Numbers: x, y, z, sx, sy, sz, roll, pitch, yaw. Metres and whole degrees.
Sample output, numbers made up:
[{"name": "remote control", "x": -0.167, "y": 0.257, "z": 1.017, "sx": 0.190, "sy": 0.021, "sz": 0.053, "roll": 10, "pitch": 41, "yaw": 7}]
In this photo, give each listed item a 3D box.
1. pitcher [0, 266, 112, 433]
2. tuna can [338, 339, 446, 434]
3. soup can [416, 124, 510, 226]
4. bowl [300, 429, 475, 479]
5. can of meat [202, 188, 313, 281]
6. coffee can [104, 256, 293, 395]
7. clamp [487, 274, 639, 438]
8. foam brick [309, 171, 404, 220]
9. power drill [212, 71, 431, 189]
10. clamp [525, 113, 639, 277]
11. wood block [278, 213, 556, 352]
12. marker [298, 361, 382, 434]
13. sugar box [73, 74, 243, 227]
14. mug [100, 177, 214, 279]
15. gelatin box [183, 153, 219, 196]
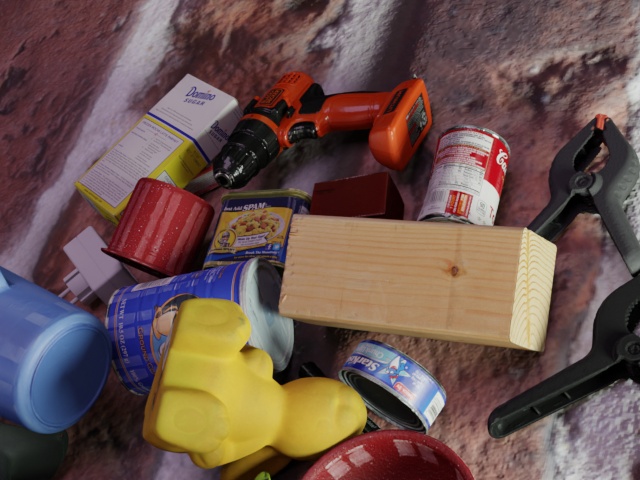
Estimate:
[{"name": "pitcher", "x": -0.305, "y": 0.070, "z": 0.938, "sx": 0.243, "sy": 0.149, "sz": 0.145, "roll": 19, "pitch": 79, "yaw": 30}, {"name": "tuna can", "x": 0.058, "y": 0.117, "z": 0.858, "sx": 0.086, "sy": 0.086, "sz": 0.033, "roll": 22, "pitch": 66, "yaw": 38}, {"name": "soup can", "x": 0.127, "y": -0.044, "z": 0.958, "sx": 0.069, "sy": 0.068, "sz": 0.102, "roll": 1, "pitch": 56, "yaw": 28}, {"name": "bowl", "x": 0.051, "y": 0.226, "z": 0.798, "sx": 0.162, "sy": 0.055, "sz": 0.162, "roll": -14, "pitch": 50, "yaw": 17}, {"name": "can of meat", "x": -0.057, "y": 0.001, "z": 1.027, "sx": 0.102, "sy": 0.057, "sz": 0.084, "roll": -2, "pitch": 57, "yaw": 27}, {"name": "coffee can", "x": -0.108, "y": 0.078, "z": 0.961, "sx": 0.140, "sy": 0.102, "sz": 0.103, "roll": -12, "pitch": 51, "yaw": 19}, {"name": "clamp", "x": 0.232, "y": 0.094, "z": 0.818, "sx": 0.165, "sy": 0.036, "sz": 0.209, "roll": 11, "pitch": 59, "yaw": 33}, {"name": "foam brick", "x": 0.035, "y": -0.025, "z": 1.003, "sx": 0.078, "sy": 0.051, "sz": 0.053, "roll": -8, "pitch": 51, "yaw": 22}, {"name": "power drill", "x": 0.003, "y": -0.109, "z": 1.056, "sx": 0.188, "sy": 0.057, "sz": 0.184, "roll": 5, "pitch": 42, "yaw": 27}, {"name": "clamp", "x": 0.237, "y": -0.035, "z": 0.914, "sx": 0.120, "sy": 0.039, "sz": 0.171, "roll": 12, "pitch": 64, "yaw": 34}, {"name": "wood block", "x": 0.079, "y": 0.034, "z": 0.890, "sx": 0.206, "sy": 0.090, "sz": 0.091, "roll": 5, "pitch": 82, "yaw": 30}, {"name": "marker", "x": 0.019, "y": 0.141, "z": 0.905, "sx": 0.020, "sy": 0.020, "sz": 0.121, "roll": -43, "pitch": 47, "yaw": -8}, {"name": "sugar box", "x": -0.167, "y": -0.091, "z": 1.121, "sx": 0.176, "sy": 0.048, "sz": 0.093, "roll": -44, "pitch": 46, "yaw": -14}, {"name": "mug", "x": -0.149, "y": -0.006, "z": 1.040, "sx": 0.093, "sy": 0.117, "sz": 0.081, "roll": 19, "pitch": 80, "yaw": 22}, {"name": "gelatin box", "x": -0.144, "y": -0.078, "z": 1.152, "sx": 0.089, "sy": 0.030, "sz": 0.073, "roll": -26, "pitch": 46, "yaw": 7}]
